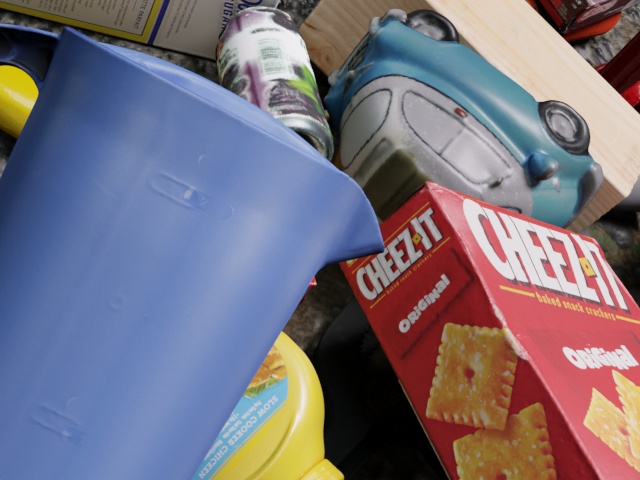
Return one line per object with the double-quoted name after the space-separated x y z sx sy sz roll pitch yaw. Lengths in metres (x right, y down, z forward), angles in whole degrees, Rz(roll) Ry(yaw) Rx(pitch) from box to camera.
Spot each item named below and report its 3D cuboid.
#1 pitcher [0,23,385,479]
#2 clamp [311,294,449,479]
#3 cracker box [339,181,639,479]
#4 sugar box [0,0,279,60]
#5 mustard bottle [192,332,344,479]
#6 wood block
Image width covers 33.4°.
-0.102 0.043 0.423 0.149 0.243 0.144 31 4 36 "pitcher"
0.049 0.094 0.550 0.165 0.036 0.210 4 49 14 "clamp"
0.122 0.084 0.497 0.163 0.072 0.214 15 40 -47 "cracker box"
-0.112 -0.163 0.625 0.176 0.093 0.048 9 58 -20 "sugar box"
-0.056 0.073 0.506 0.192 0.058 0.096 43 83 15 "mustard bottle"
0.097 -0.095 0.660 0.206 0.091 0.090 44 42 -1 "wood block"
